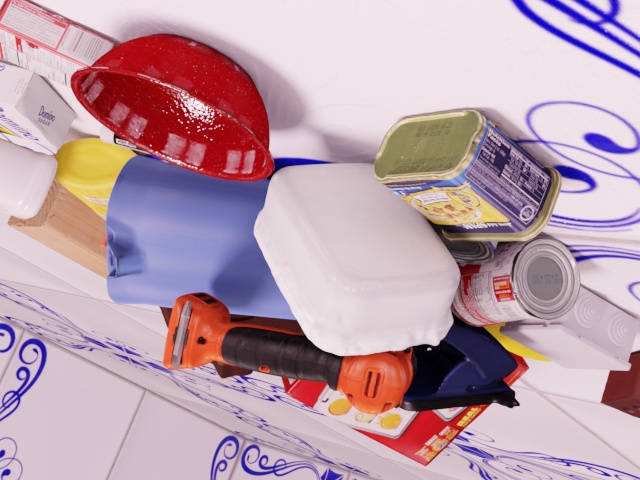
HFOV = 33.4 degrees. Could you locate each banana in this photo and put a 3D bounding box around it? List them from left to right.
[{"bbox_3d":[0.191,0.078,1.054,0.197,0.037,0.070,29,135,-34],"label":"banana"}]

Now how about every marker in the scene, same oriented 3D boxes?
[{"bbox_3d":[-0.148,-0.086,0.984,0.121,0.020,0.020,16,163,19],"label":"marker"}]

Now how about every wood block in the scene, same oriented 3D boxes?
[{"bbox_3d":[-0.239,-0.009,1.229,0.090,0.090,0.205,3,155,49],"label":"wood block"}]

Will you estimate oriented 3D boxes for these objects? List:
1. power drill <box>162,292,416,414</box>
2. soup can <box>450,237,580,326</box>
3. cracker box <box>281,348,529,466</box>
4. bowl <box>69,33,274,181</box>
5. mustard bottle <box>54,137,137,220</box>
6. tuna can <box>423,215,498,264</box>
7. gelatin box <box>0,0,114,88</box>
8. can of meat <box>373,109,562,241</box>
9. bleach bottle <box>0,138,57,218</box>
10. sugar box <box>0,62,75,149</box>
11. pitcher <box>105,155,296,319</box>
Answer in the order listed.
[{"bbox_3d":[-0.017,0.084,0.835,0.188,0.057,0.184,10,180,7],"label":"power drill"},{"bbox_3d":[0.158,0.036,0.889,0.068,0.068,0.102,28,163,-19],"label":"soup can"},{"bbox_3d":[0.086,0.126,1.111,0.213,0.164,0.072,33,-161,-32],"label":"cracker box"},{"bbox_3d":[-0.100,-0.105,0.791,0.162,0.055,0.162,20,164,6],"label":"bowl"},{"bbox_3d":[-0.198,-0.041,1.128,0.096,0.058,0.191,6,160,20],"label":"mustard bottle"},{"bbox_3d":[0.104,-0.014,0.859,0.086,0.033,0.086,20,164,6],"label":"tuna can"},{"bbox_3d":[-0.207,-0.150,0.835,0.089,0.030,0.073,24,166,-7],"label":"gelatin box"},{"bbox_3d":[0.097,-0.044,0.729,0.083,0.057,0.102,34,161,-31],"label":"can of meat"},{"bbox_3d":[-0.382,-0.099,1.005,0.250,0.068,0.103,26,170,-28],"label":"bleach bottle"},{"bbox_3d":[-0.328,-0.140,0.997,0.176,0.048,0.093,19,166,18],"label":"sugar box"},{"bbox_3d":[-0.056,0.001,0.940,0.243,0.149,0.145,8,156,9],"label":"pitcher"}]
